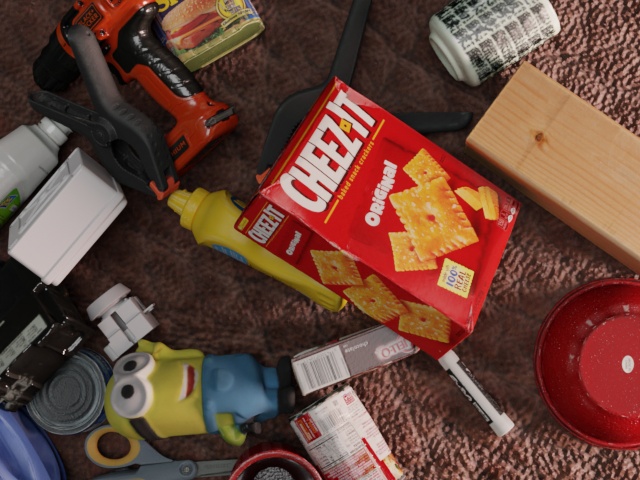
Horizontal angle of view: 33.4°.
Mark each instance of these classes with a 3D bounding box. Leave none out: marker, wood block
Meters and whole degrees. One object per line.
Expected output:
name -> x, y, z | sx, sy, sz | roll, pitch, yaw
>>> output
marker -> 0.137, 0.132, 1.005 | 0.020, 0.020, 0.121 | -39, 83, 2
wood block -> 0.242, -0.063, 0.972 | 0.206, 0.090, 0.091 | 36, 92, 7

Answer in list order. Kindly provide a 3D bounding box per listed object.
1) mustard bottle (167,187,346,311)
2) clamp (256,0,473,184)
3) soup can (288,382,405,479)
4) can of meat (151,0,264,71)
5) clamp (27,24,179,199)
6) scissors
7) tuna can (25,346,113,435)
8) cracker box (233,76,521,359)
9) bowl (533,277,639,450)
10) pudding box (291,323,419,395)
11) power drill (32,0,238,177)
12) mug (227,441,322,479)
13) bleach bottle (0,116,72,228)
mustard bottle -> -0.056, 0.001, 0.998 | 0.192, 0.096, 0.058 | 26, 91, 8
clamp -> 0.030, -0.115, 1.026 | 0.164, 0.036, 0.210 | 45, 93, 4
soup can -> 0.024, 0.192, 0.990 | 0.068, 0.068, 0.102 | -32, 83, 3
can of meat -> -0.117, -0.222, 1.041 | 0.102, 0.057, 0.084 | -29, 86, 4
clamp -> -0.192, -0.114, 0.981 | 0.171, 0.120, 0.039 | 40, 50, 3
scissors -> -0.142, 0.206, 1.034 | 0.201, 0.016, 0.096 | -19, 74, -4
tuna can -> -0.244, 0.146, 1.041 | 0.086, 0.033, 0.086 | 0, 86, 7
cracker box -> 0.057, -0.023, 0.939 | 0.213, 0.072, 0.164 | 34, 52, -5
bowl -> 0.278, 0.113, 0.973 | 0.162, 0.055, 0.162 | -1, 86, 7
pudding box -> 0.035, 0.105, 0.984 | 0.113, 0.090, 0.039 | -20, 83, 5
power drill -> -0.180, -0.146, 1.020 | 0.185, 0.057, 0.187 | -36, 93, 39
mug -> -0.048, 0.243, 0.982 | 0.093, 0.081, 0.117 | 23, 88, -4
bleach bottle -> -0.340, -0.027, 1.042 | 0.068, 0.102, 0.250 | 44, 84, 1
